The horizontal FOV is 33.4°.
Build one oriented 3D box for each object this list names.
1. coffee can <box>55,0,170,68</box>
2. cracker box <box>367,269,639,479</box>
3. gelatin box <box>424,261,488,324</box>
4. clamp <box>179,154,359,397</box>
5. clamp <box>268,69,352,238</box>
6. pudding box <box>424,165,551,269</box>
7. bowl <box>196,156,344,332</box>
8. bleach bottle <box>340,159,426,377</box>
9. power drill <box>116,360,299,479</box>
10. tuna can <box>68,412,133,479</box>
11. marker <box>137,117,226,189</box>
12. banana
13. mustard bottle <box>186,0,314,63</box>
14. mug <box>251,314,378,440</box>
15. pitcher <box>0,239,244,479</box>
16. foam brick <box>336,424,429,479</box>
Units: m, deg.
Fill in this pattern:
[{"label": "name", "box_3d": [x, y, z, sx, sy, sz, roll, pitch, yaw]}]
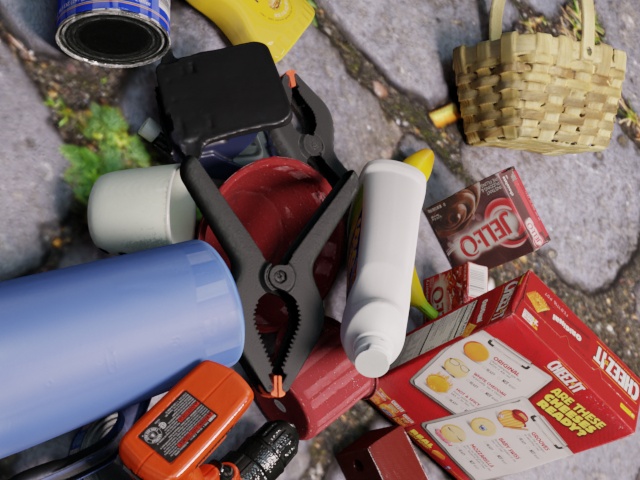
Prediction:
[{"label": "coffee can", "box_3d": [-0.187, -0.244, 0.976, 0.102, 0.103, 0.140, 10, 68, -31]}, {"label": "cracker box", "box_3d": [0.166, 0.137, 1.007, 0.164, 0.214, 0.072, 43, 45, -13]}, {"label": "gelatin box", "box_3d": [0.139, 0.074, 1.100, 0.030, 0.073, 0.089, 16, 66, -29]}, {"label": "clamp", "box_3d": [-0.032, 0.027, 0.917, 0.164, 0.036, 0.210, -4, 84, -24]}, {"label": "clamp", "box_3d": [-0.021, -0.084, 1.073, 0.120, 0.039, 0.171, -23, 88, -41]}, {"label": "pudding box", "box_3d": [0.177, -0.017, 1.134, 0.039, 0.114, 0.090, -25, 88, -41]}, {"label": "bowl", "box_3d": [-0.056, 0.001, 0.986, 0.161, 0.055, 0.162, -7, 102, -36]}, {"label": "bleach bottle", "box_3d": [0.054, 0.028, 0.957, 0.068, 0.103, 0.250, 13, 31, -2]}, {"label": "power drill", "box_3d": [-0.084, 0.178, 0.849, 0.057, 0.188, 0.184, 29, 57, 25]}, {"label": "tuna can", "box_3d": [-0.164, 0.182, 0.881, 0.086, 0.034, 0.086, 12, 67, -30]}, {"label": "marker", "box_3d": [-0.119, -0.073, 1.013, 0.121, 0.020, 0.020, 37, 57, -18]}, {"label": "banana", "box_3d": [0.089, -0.014, 1.123, 0.069, 0.037, 0.198, 19, 63, -35]}, {"label": "mustard bottle", "box_3d": [-0.098, -0.264, 1.072, 0.191, 0.058, 0.096, 42, 54, -14]}, {"label": "mug", "box_3d": [-0.011, 0.118, 0.967, 0.081, 0.093, 0.117, -35, 127, -33]}, {"label": "pitcher", "box_3d": [-0.184, 0.090, 0.817, 0.242, 0.149, 0.145, -16, 60, -25]}, {"label": "foam brick", "box_3d": [0.062, 0.221, 1.008, 0.051, 0.053, 0.078, -25, 88, -38]}]
